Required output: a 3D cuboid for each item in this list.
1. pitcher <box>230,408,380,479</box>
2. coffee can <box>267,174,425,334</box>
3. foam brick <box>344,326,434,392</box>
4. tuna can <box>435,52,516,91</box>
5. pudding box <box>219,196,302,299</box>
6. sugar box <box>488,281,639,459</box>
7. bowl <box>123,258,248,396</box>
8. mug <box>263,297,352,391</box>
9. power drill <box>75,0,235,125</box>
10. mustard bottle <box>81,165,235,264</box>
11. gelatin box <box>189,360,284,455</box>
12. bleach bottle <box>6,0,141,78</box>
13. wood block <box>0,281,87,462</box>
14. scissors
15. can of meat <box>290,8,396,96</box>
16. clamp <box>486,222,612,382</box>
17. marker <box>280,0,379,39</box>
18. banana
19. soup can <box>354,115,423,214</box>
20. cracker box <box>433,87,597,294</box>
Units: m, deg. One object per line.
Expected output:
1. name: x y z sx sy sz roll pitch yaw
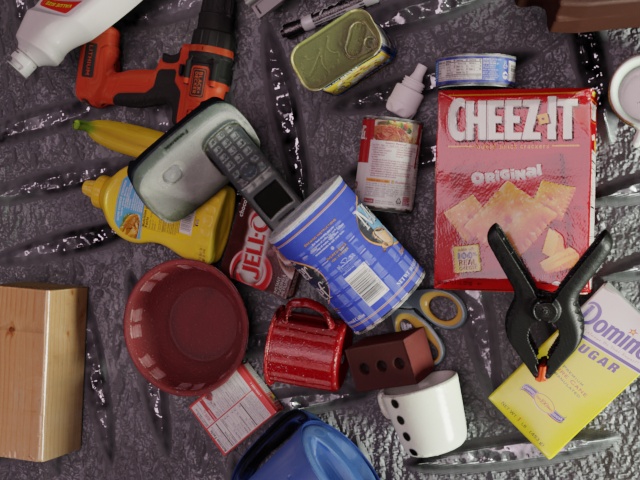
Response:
1. pitcher: -0.056 0.316 1.206 0.243 0.149 0.145 -43 93 17
2. coffee can: 0.028 0.015 1.139 0.103 0.102 0.140 -41 96 14
3. foam brick: 0.077 0.132 1.178 0.078 0.051 0.053 -14 94 32
4. tuna can: 0.165 -0.178 1.140 0.086 0.086 0.034 1 93 19
5. pudding box: -0.058 0.002 1.241 0.090 0.039 0.113 20 96 18
6. sugar box: 0.273 0.137 1.127 0.093 0.048 0.176 45 104 13
7. bowl: -0.150 0.101 1.264 0.162 0.055 0.162 0 91 19
8. mug: -0.012 0.114 1.195 0.081 0.093 0.117 8 122 13
9. power drill: -0.194 -0.218 1.276 0.188 0.057 0.184 10 90 19
10. mustard bottle: -0.201 -0.041 1.279 0.192 0.058 0.096 16 100 18
11. gelatin box: -0.100 0.198 1.262 0.089 0.030 0.073 -42 79 15
12. bleach bottle: -0.264 -0.285 1.249 0.250 0.068 0.103 -47 59 -6
13. wood block: -0.352 0.158 1.315 0.091 0.090 0.206 4 92 19
14. scissors: 0.086 0.048 1.203 0.096 0.016 0.202 -39 80 18
15. can of meat: 0.029 -0.205 1.186 0.102 0.083 0.057 -31 81 16
16. clamp: 0.236 0.060 1.072 0.120 0.039 0.171 -2 112 23
17. marker: 0.009 -0.260 1.227 0.121 0.020 0.020 -20 84 18
18. banana: -0.193 -0.107 1.269 0.198 0.069 0.037 15 107 1
19. soup can: 0.075 -0.084 1.181 0.069 0.068 0.102 8 94 18
20. cracker box: 0.207 -0.052 1.134 0.164 0.072 0.214 1 90 18
